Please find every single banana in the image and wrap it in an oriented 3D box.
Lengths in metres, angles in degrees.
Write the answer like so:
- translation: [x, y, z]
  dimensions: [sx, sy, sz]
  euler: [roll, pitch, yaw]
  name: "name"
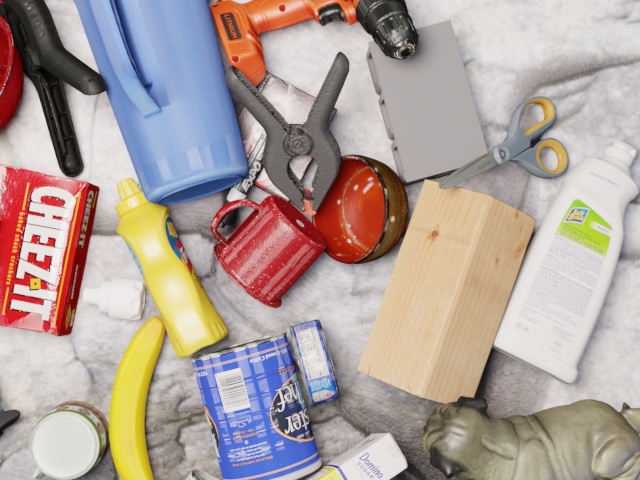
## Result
- translation: [-0.189, 0.180, 1.113]
  dimensions: [0.070, 0.037, 0.198]
  euler: [-6, 82, 15]
  name: "banana"

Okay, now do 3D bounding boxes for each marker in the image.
- translation: [-0.074, -0.067, 1.099]
  dimensions: [0.020, 0.020, 0.121]
  euler: [30, 95, 1]
  name: "marker"

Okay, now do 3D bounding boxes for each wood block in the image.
- translation: [0.128, 0.055, 1.081]
  dimensions: [0.091, 0.090, 0.206]
  euler: [18, 88, 45]
  name: "wood block"

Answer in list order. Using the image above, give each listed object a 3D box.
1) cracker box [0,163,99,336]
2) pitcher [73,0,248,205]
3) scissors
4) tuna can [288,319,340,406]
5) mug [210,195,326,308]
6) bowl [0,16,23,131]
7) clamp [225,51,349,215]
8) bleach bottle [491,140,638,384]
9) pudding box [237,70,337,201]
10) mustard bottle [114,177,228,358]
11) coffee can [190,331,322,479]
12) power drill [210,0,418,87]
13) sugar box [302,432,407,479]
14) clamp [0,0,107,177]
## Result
- translation: [-0.354, 0.000, 1.106]
  dimensions: [0.213, 0.072, 0.164]
  euler: [11, 89, -1]
  name: "cracker box"
- translation: [-0.159, -0.164, 1.053]
  dimensions: [0.149, 0.145, 0.243]
  euler: [-15, 85, -31]
  name: "pitcher"
- translation: [0.196, -0.075, 1.088]
  dimensions: [0.096, 0.016, 0.201]
  euler: [54, 54, -15]
  name: "scissors"
- translation: [-0.006, 0.125, 1.096]
  dimensions: [0.033, 0.086, 0.086]
  euler: [-15, 88, -3]
  name: "tuna can"
- translation: [-0.057, 0.001, 1.083]
  dimensions: [0.117, 0.093, 0.081]
  euler: [38, 103, -22]
  name: "mug"
- translation: [-0.359, -0.153, 1.098]
  dimensions: [0.162, 0.055, 0.162]
  euler: [-13, 63, 27]
  name: "bowl"
- translation: [-0.032, -0.107, 1.062]
  dimensions: [0.120, 0.039, 0.171]
  euler: [4, 117, 7]
  name: "clamp"
- translation: [0.270, 0.016, 1.113]
  dimensions: [0.102, 0.068, 0.251]
  euler: [27, 86, 0]
  name: "bleach bottle"
- translation: [-0.046, -0.109, 1.126]
  dimensions: [0.090, 0.039, 0.113]
  euler: [28, 89, 0]
  name: "pudding box"
- translation: [-0.160, 0.024, 1.093]
  dimensions: [0.058, 0.096, 0.191]
  euler: [-26, 88, -1]
  name: "mustard bottle"
- translation: [-0.066, 0.174, 1.086]
  dimensions: [0.103, 0.103, 0.140]
  euler: [-15, 88, -1]
  name: "coffee can"
- translation: [-0.008, -0.221, 1.087]
  dimensions: [0.187, 0.057, 0.184]
  euler: [-23, 51, 0]
  name: "power drill"
- translation: [0.000, 0.257, 1.071]
  dimensions: [0.176, 0.093, 0.048]
  euler: [-29, 85, -12]
  name: "sugar box"
- translation: [-0.278, -0.187, 1.088]
  dimensions: [0.036, 0.165, 0.210]
  euler: [-21, 78, -32]
  name: "clamp"
